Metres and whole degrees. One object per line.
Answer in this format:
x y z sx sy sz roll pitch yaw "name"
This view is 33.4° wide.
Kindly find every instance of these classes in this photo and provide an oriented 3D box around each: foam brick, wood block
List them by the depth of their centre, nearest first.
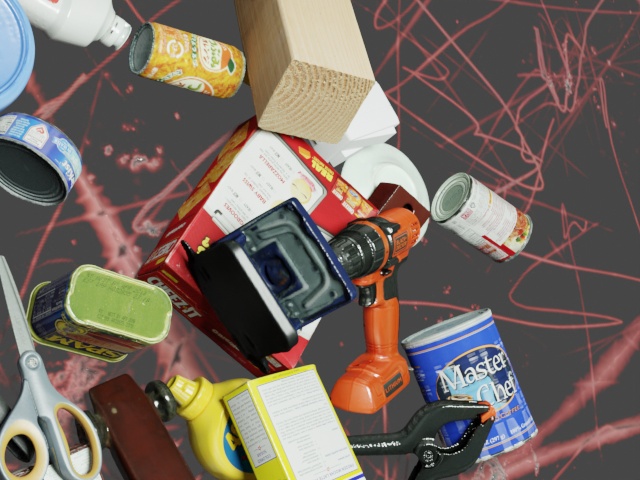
-0.022 -0.206 1.079 0.090 0.090 0.206 10 45 -25 "wood block"
0.070 -0.017 1.151 0.053 0.051 0.078 41 78 -20 "foam brick"

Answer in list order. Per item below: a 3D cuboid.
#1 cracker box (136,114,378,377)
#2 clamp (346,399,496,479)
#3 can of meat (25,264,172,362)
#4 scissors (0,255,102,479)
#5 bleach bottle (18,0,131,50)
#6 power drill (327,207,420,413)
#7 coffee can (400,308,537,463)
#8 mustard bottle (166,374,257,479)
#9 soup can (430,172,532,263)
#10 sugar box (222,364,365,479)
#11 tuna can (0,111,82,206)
-0.057 0.001 1.051 0.164 0.072 0.213 42 55 -18 "cracker box"
0.106 0.223 1.078 0.171 0.039 0.120 -24 104 1 "clamp"
-0.190 0.063 0.920 0.102 0.084 0.057 21 64 -31 "can of meat"
-0.248 0.115 0.864 0.096 0.016 0.202 -28 86 -42 "scissors"
-0.281 -0.262 0.974 0.250 0.068 0.102 33 58 -28 "bleach bottle"
0.046 0.070 1.046 0.184 0.057 0.188 -24 120 -58 "power drill"
0.159 0.156 1.144 0.102 0.103 0.140 -20 88 -40 "coffee can"
-0.065 0.184 0.992 0.191 0.058 0.096 39 54 -21 "mustard bottle"
0.188 -0.026 1.250 0.102 0.069 0.068 31 58 -25 "soup can"
-0.012 0.203 0.948 0.093 0.048 0.176 -8 72 -48 "sugar box"
-0.249 -0.070 0.918 0.086 0.086 0.033 39 54 -21 "tuna can"
